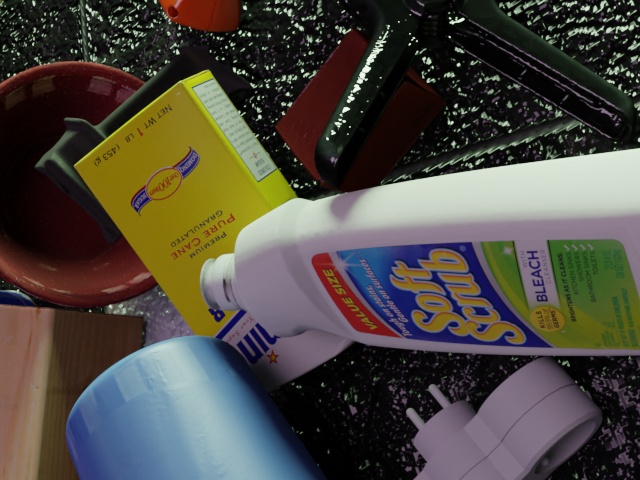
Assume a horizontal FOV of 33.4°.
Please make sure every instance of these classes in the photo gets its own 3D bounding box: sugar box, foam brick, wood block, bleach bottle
[{"bbox_3d":[-0.054,0.001,0.622,0.093,0.048,0.176,-34,93,26],"label":"sugar box"},{"bbox_3d":[0.023,-0.072,0.621,0.078,0.052,0.051,-50,60,17],"label":"foam brick"},{"bbox_3d":[-0.187,0.148,0.709,0.090,0.090,0.206,2,84,34],"label":"wood block"},{"bbox_3d":[0.058,0.017,0.532,0.251,0.068,0.102,-7,124,25],"label":"bleach bottle"}]

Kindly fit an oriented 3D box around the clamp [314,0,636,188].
[{"bbox_3d":[0.052,-0.117,0.575,0.164,0.036,0.210,-15,58,-12],"label":"clamp"}]

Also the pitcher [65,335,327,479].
[{"bbox_3d":[-0.029,0.170,0.542,0.144,0.149,0.243,-24,56,-17],"label":"pitcher"}]

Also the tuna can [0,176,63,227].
[{"bbox_3d":[-0.215,-0.020,0.756,0.086,0.086,0.034,-10,79,33],"label":"tuna can"}]

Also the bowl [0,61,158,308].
[{"bbox_3d":[-0.159,-0.033,0.702,0.055,0.161,0.162,156,114,-64],"label":"bowl"}]
